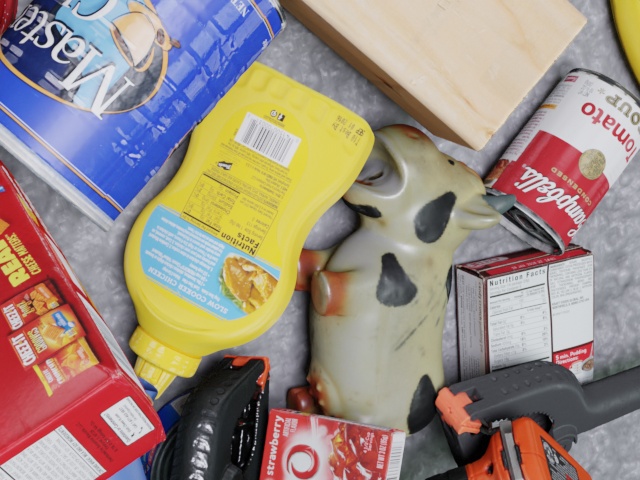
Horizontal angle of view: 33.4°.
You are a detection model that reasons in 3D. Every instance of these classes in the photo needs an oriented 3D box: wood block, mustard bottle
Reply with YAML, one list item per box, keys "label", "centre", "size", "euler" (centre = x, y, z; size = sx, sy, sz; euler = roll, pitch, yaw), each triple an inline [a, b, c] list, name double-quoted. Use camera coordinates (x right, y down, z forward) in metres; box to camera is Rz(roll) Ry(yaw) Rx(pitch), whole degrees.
- label: "wood block"
  centre: [0.023, -0.148, 0.556]
  size: [0.206, 0.091, 0.090]
  euler: [39, 93, -15]
- label: "mustard bottle"
  centre: [-0.054, 0.001, 0.593]
  size: [0.096, 0.058, 0.191]
  euler: [28, 91, 7]

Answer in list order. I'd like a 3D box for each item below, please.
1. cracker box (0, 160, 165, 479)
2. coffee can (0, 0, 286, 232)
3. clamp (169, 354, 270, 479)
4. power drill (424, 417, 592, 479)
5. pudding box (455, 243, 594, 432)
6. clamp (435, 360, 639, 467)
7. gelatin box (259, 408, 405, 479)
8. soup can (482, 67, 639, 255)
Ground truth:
- label: "cracker box"
  centre: [-0.197, 0.076, 0.465]
  size: [0.213, 0.164, 0.072]
  euler: [-34, 143, -9]
- label: "coffee can"
  centre: [-0.100, -0.090, 0.535]
  size: [0.102, 0.103, 0.140]
  euler: [44, 83, -27]
- label: "clamp"
  centre: [-0.059, 0.144, 0.573]
  size: [0.120, 0.039, 0.171]
  euler: [79, 26, -45]
- label: "power drill"
  centre: [0.076, 0.187, 0.655]
  size: [0.188, 0.057, 0.184]
  euler: [-28, 136, 20]
- label: "pudding box"
  centre: [0.139, 0.063, 0.719]
  size: [0.089, 0.039, 0.113]
  euler: [-11, 105, -22]
- label: "clamp"
  centre: [0.143, 0.133, 0.698]
  size: [0.209, 0.036, 0.165]
  euler: [11, 118, -40]
- label: "gelatin box"
  centre: [0.003, 0.142, 0.587]
  size: [0.030, 0.073, 0.089]
  euler: [24, 74, -68]
- label: "soup can"
  centre: [0.156, -0.050, 0.682]
  size: [0.068, 0.069, 0.102]
  euler: [41, 83, -27]
